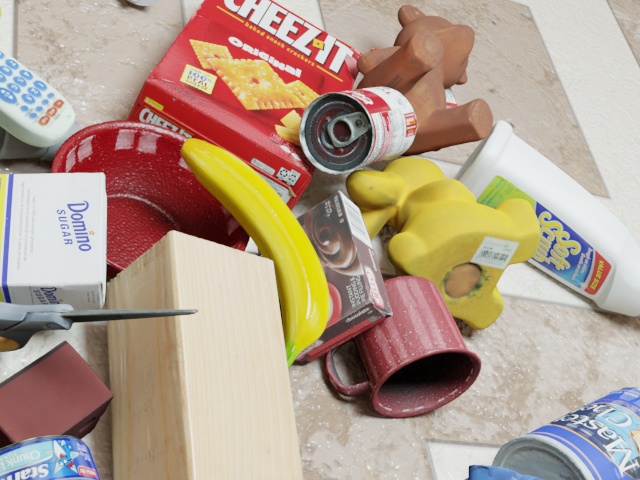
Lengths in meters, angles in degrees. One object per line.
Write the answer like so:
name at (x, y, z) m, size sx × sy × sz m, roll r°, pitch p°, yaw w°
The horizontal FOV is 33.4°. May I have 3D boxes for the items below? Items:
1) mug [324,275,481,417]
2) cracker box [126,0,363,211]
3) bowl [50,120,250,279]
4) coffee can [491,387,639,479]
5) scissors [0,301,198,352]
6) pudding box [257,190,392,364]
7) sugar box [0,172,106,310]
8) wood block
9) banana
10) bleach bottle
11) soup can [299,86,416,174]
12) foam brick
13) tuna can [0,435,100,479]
mug at (0.059, 0.087, 0.856) m, size 0.117 × 0.093 × 0.081 m, roll -20°, pitch 53°, yaw -2°
cracker box at (-0.062, -0.139, 0.982) m, size 0.164 × 0.072 × 0.213 m, roll 30°, pitch 42°, yaw -7°
bowl at (-0.138, -0.017, 0.836) m, size 0.162 × 0.055 × 0.162 m, roll 18°, pitch 45°, yaw -19°
coffee can at (0.218, 0.184, 0.848) m, size 0.140 × 0.103 × 0.103 m, roll -14°, pitch 61°, yaw -40°
scissors at (-0.171, 0.055, 0.684) m, size 0.202 × 0.096 × 0.016 m, roll 3°, pitch 68°, yaw 5°
pudding box at (0.001, 0.030, 0.855) m, size 0.039 × 0.090 × 0.113 m, roll 36°, pitch 31°, yaw -45°
sugar box at (-0.234, 0.002, 0.722) m, size 0.176 × 0.048 × 0.093 m, roll 1°, pitch 57°, yaw -10°
wood block at (-0.079, 0.110, 0.707) m, size 0.090 × 0.090 × 0.206 m, roll 18°, pitch 50°, yaw -38°
banana at (-0.041, 0.002, 0.813) m, size 0.069 × 0.037 × 0.198 m, roll -9°, pitch 67°, yaw -45°
bleach bottle at (0.247, -0.006, 1.038) m, size 0.251 × 0.103 × 0.068 m, roll 34°, pitch 47°, yaw 0°
soup can at (0.035, -0.096, 0.917) m, size 0.068 × 0.069 × 0.102 m, roll 46°, pitch 26°, yaw 11°
foam brick at (-0.183, 0.114, 0.692) m, size 0.051 × 0.053 × 0.078 m, roll 44°, pitch 44°, yaw 9°
tuna can at (-0.174, 0.152, 0.638) m, size 0.085 × 0.086 × 0.034 m, roll -5°, pitch 55°, yaw -36°
